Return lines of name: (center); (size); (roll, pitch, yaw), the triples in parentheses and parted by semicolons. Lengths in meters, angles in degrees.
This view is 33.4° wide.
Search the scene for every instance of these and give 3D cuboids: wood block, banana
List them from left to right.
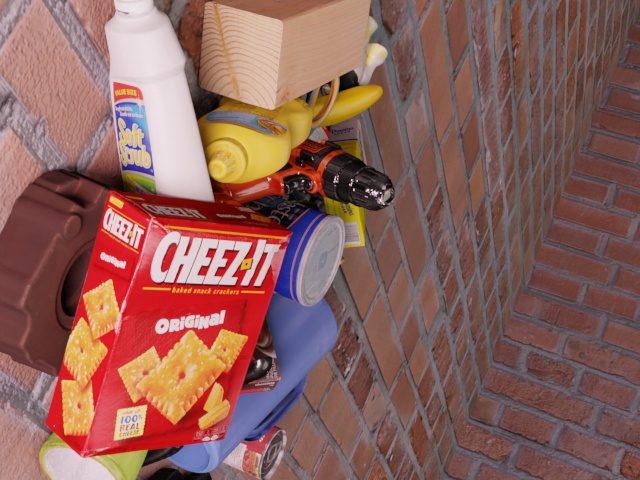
wood block: (-0.033, -0.213, 1.113); (0.205, 0.090, 0.091); (-38, 141, -55)
banana: (-0.006, -0.158, 1.242); (0.197, 0.037, 0.070); (-5, 151, -48)

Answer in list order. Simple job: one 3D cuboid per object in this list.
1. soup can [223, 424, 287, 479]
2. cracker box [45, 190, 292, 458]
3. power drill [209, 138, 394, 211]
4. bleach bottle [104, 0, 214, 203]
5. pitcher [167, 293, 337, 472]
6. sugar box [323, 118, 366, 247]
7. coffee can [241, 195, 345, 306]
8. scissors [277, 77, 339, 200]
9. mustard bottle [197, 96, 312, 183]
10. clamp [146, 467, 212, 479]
soup can: (-0.102, 0.248, 1.323); (0.068, 0.102, 0.068); (-51, 152, -42)
cracker box: (-0.128, 0.074, 0.923); (0.163, 0.072, 0.214); (5, 108, -48)
power drill: (-0.043, -0.050, 1.083); (0.187, 0.185, 0.057); (-21, 121, -35)
bleach bottle: (-0.146, -0.106, 0.930); (0.068, 0.103, 0.251); (-27, 132, -26)
pitcher: (-0.092, 0.159, 1.233); (0.242, 0.149, 0.145); (-46, -179, -42)
sugar box: (0.034, -0.076, 1.357); (0.176, 0.048, 0.093); (-80, 163, -55)
coffee can: (-0.058, 0.001, 1.163); (0.102, 0.140, 0.103); (-52, 152, -42)
scissors: (-0.040, -0.107, 1.204); (0.096, 0.016, 0.202); (13, 107, -49)
mustard bottle: (-0.073, -0.100, 1.043); (0.191, 0.096, 0.058); (-61, 164, -65)
clamp: (-0.172, 0.329, 1.277); (0.171, 0.039, 0.120); (41, 41, -65)
